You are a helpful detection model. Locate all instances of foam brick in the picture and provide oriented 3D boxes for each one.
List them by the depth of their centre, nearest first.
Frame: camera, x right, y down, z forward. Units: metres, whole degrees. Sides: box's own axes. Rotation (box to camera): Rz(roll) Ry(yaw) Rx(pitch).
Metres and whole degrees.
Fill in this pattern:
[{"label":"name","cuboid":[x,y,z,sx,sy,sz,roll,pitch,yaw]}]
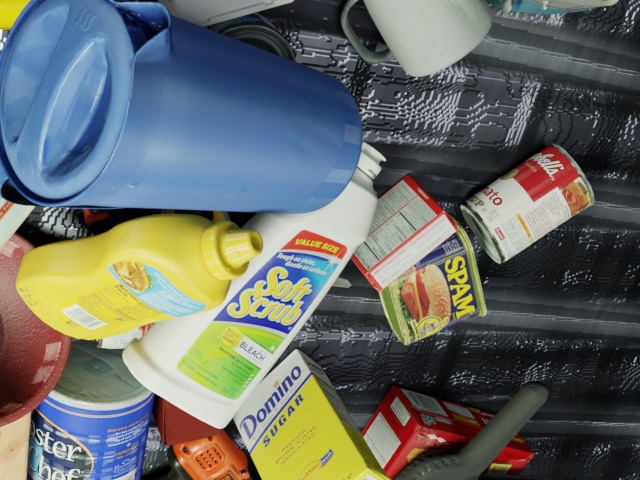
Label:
[{"label":"foam brick","cuboid":[-0.120,0.131,0.930,0.051,0.078,0.053,-6,121,-19]}]

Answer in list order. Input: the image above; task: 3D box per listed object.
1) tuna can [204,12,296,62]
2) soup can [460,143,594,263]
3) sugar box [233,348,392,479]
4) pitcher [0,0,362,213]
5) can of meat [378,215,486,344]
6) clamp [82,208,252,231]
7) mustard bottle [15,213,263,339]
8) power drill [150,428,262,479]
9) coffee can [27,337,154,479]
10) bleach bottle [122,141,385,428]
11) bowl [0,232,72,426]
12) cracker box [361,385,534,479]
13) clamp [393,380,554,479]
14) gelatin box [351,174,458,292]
[{"label":"tuna can","cuboid":[-0.062,-0.132,0.824,0.086,0.034,0.086,-11,123,-18]},{"label":"soup can","cuboid":[0.188,-0.033,0.976,0.102,0.068,0.068,-33,127,-2]},{"label":"sugar box","cuboid":[-0.012,0.183,0.948,0.093,0.176,0.048,-45,129,5]},{"label":"pitcher","cuboid":[-0.090,-0.075,0.716,0.242,0.149,0.145,6,99,-51]},{"label":"can of meat","cuboid":[0.099,0.039,0.987,0.084,0.057,0.102,-22,125,-7]},{"label":"clamp","cuboid":[-0.103,-0.044,0.856,0.171,0.039,0.120,-3,119,-23]},{"label":"mustard bottle","cuboid":[-0.122,0.023,0.773,0.192,0.058,0.096,-15,140,32]},{"label":"power drill","cuboid":[-0.140,0.268,1.020,0.187,0.057,0.184,-33,126,-5]},{"label":"coffee can","cuboid":[-0.196,0.162,0.899,0.102,0.103,0.140,0,119,-24]},{"label":"bleach bottle","cuboid":[-0.041,0.022,0.844,0.102,0.068,0.251,37,90,-33]},{"label":"bowl","cuboid":[-0.273,0.067,0.807,0.161,0.055,0.162,10,71,-32]},{"label":"cracker box","cuboid":[0.097,0.269,1.115,0.164,0.072,0.214,20,110,-32]},{"label":"clamp","cuboid":[0.141,0.224,1.037,0.209,0.036,0.164,-17,125,-12]},{"label":"gelatin box","cuboid":[0.065,-0.007,0.933,0.089,0.073,0.030,-40,127,2]}]
